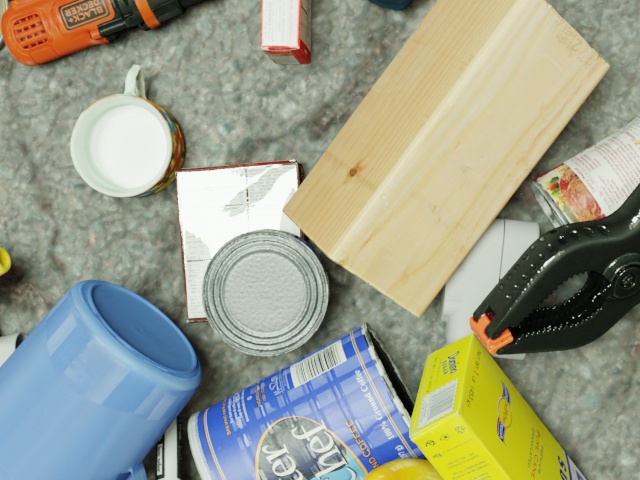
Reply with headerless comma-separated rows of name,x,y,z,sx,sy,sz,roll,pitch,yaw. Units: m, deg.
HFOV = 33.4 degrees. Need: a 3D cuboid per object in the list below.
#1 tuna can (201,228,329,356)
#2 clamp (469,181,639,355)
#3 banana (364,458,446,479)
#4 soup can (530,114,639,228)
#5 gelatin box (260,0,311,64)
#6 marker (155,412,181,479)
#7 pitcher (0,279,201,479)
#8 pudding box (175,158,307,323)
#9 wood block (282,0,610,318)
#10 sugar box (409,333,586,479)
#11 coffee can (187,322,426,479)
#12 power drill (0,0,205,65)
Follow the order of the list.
tuna can,-0.036,0.034,0.730,0.086,0.033,0.086,0,94,4
clamp,0.199,0.021,0.701,0.210,0.036,0.164,-33,127,0
banana,0.077,0.191,0.718,0.037,0.197,0.069,20,58,34
soup can,0.204,-0.039,0.729,0.102,0.068,0.068,-33,89,5
gelatin box,-0.024,-0.171,0.741,0.030,0.073,0.089,1,92,5
marker,-0.108,0.127,0.763,0.020,0.020,0.121,-6,64,5
pitcher,-0.184,0.155,0.726,0.149,0.145,0.243,33,103,-32
pudding box,-0.055,0.001,0.769,0.090,0.039,0.113,-3,90,4
wood block,0.080,-0.067,0.712,0.090,0.091,0.206,34,96,-32
sugar box,0.131,0.157,0.706,0.048,0.093,0.176,-33,106,29
coffee can,-0.006,0.134,0.737,0.140,0.103,0.103,-29,89,5
power drill,-0.162,-0.234,0.746,0.184,0.057,0.187,-19,100,5
